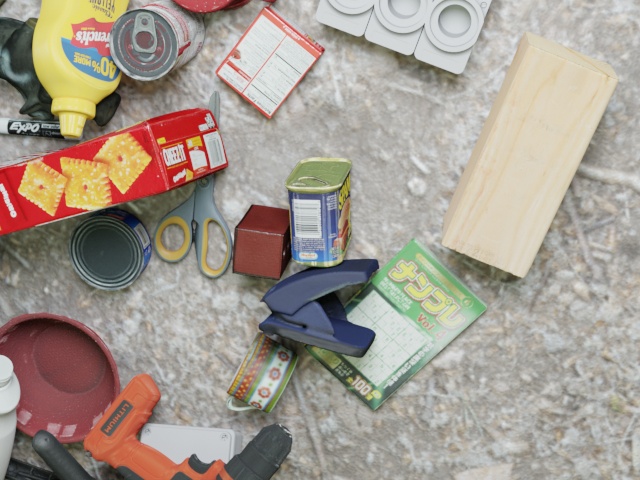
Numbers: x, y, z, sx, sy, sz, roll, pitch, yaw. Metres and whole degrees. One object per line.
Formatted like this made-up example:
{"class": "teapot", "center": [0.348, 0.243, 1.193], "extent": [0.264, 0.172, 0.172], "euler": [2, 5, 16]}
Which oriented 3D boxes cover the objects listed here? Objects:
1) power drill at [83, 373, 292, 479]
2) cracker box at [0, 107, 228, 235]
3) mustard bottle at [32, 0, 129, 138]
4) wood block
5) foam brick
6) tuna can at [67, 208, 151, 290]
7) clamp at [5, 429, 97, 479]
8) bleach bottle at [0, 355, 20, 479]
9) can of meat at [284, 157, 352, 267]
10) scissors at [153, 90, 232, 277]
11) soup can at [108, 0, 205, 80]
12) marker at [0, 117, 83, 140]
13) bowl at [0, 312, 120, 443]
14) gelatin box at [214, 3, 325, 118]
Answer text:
{"class": "power drill", "center": [-0.146, 0.230, 1.148], "extent": [0.188, 0.057, 0.184], "euler": [39, 86, 15]}
{"class": "cracker box", "center": [-0.221, -0.069, 1.058], "extent": [0.214, 0.164, 0.072], "euler": [-13, 98, 18]}
{"class": "mustard bottle", "center": [-0.230, -0.194, 1.025], "extent": [0.058, 0.096, 0.191], "euler": [0, 82, 33]}
{"class": "wood block", "center": [0.197, -0.083, 1.024], "extent": [0.090, 0.090, 0.206], "euler": [22, 111, 1]}
{"class": "foam brick", "center": [-0.057, 0.001, 1.106], "extent": [0.051, 0.078, 0.053], "euler": [8, 112, 7]}
{"class": "tuna can", "center": [-0.229, 0.009, 1.163], "extent": [0.086, 0.033, 0.086], "euler": [3, 109, 9]}
{"class": "clamp", "center": [-0.280, 0.300, 1.254], "extent": [0.210, 0.036, 0.165], "euler": [41, 144, -18]}
{"class": "bleach bottle", "center": [-0.375, 0.209, 1.179], "extent": [0.102, 0.067, 0.251], "euler": [51, 137, 15]}
{"class": "can of meat", "center": [0.000, -0.029, 1.073], "extent": [0.057, 0.102, 0.084], "euler": [2, 111, 10]}
{"class": "scissors", "center": [-0.140, -0.056, 1.135], "extent": [0.096, 0.016, 0.202], "euler": [-3, 108, 11]}
{"class": "soup can", "center": [-0.157, -0.199, 1.043], "extent": [0.068, 0.102, 0.068], "euler": [3, 109, 9]}
{"class": "marker", "center": [-0.314, -0.121, 1.143], "extent": [0.121, 0.020, 0.020], "euler": [5, 109, 9]}
{"class": "bowl", "center": [-0.295, 0.147, 1.211], "extent": [0.162, 0.055, 0.162], "euler": [3, 109, 9]}
{"class": "gelatin box", "center": [-0.051, -0.179, 1.069], "extent": [0.073, 0.030, 0.089], "euler": [39, 111, -5]}
